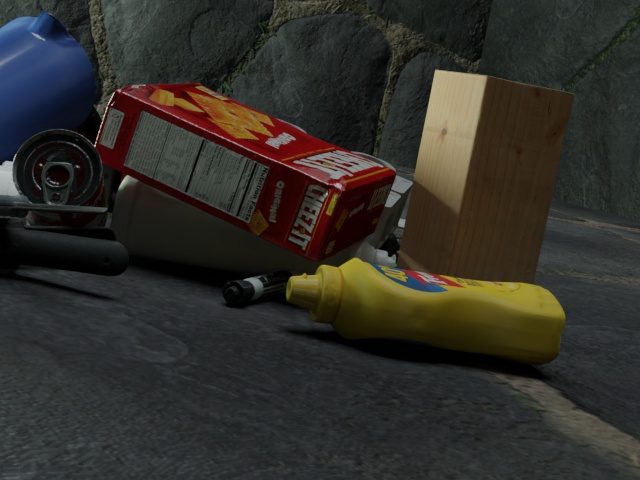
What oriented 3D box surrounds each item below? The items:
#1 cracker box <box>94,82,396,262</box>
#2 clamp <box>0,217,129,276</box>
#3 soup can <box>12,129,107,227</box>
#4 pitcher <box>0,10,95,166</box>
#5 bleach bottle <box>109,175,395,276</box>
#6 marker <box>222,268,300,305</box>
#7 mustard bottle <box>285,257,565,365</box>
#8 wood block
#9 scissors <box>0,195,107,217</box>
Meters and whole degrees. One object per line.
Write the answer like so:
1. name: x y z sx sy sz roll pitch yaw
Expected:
1. cracker box: -0.059 -0.066 0.911 0.214 0.072 0.164 24 16 14
2. clamp: -0.219 0.003 0.768 0.171 0.039 0.120 1 1 -24
3. soup can: -0.208 -0.039 0.863 0.068 0.068 0.102 10 -19 -5
4. pitcher: -0.347 -0.124 1.083 0.145 0.149 0.242 -11 20 27
5. bleach bottle: -0.056 0.001 0.945 0.250 0.068 0.102 13 11 -6
6. marker: -0.046 0.036 0.846 0.020 0.020 0.121 13 8 20
7. mustard bottle: 0.070 0.048 0.766 0.191 0.058 0.096 9 7 -13
8. wood block: 0.136 -0.035 0.919 0.090 0.206 0.091 7 9 -25
9. scissors: -0.211 -0.024 0.757 0.202 0.016 0.096 3 3 23
